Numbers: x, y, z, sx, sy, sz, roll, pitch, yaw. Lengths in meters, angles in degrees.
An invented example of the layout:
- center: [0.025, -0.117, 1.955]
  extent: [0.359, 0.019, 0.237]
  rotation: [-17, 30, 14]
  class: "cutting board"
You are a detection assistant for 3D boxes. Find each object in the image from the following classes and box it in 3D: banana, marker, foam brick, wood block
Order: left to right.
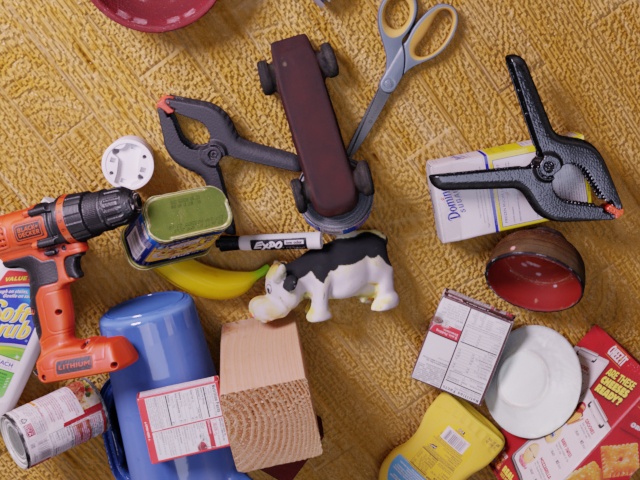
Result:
- center: [-0.156, 0.017, 1.203]
  extent: [0.197, 0.037, 0.069]
  rotation: [29, 71, -14]
  class: "banana"
- center: [-0.057, 0.158, 1.158]
  extent: [0.091, 0.206, 0.090]
  rotation: [-12, 106, -2]
  class: "wood block"
- center: [-0.058, 0.001, 1.182]
  extent: [0.121, 0.020, 0.020]
  rotation: [-2, 106, 12]
  class: "marker"
- center: [-0.039, 0.238, 1.261]
  extent: [0.051, 0.053, 0.078]
  rotation: [33, 99, -12]
  class: "foam brick"

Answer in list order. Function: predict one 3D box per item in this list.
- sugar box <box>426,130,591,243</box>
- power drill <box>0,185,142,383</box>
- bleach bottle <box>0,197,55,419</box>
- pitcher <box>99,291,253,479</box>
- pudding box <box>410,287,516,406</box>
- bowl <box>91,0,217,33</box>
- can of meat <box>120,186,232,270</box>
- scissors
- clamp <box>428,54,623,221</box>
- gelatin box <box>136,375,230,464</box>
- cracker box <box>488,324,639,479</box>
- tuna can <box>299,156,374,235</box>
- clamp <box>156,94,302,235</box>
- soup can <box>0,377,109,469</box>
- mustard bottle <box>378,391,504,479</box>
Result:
- center: [0.213, -0.061, 1.206]
  extent: [0.176, 0.048, 0.093]
  rotation: [-10, 104, 1]
  class: "sugar box"
- center: [-0.249, 0.045, 1.105]
  extent: [0.185, 0.057, 0.187]
  rotation: [-13, 93, 21]
  class: "power drill"
- center: [-0.345, 0.068, 1.186]
  extent: [0.102, 0.068, 0.251]
  rotation: [22, 100, -10]
  class: "bleach bottle"
- center: [-0.178, 0.186, 1.206]
  extent: [0.149, 0.145, 0.243]
  rotation: [-15, 102, -13]
  class: "pitcher"
- center: [0.166, 0.124, 1.242]
  extent: [0.090, 0.039, 0.113]
  rotation: [22, 105, 10]
  class: "pudding box"
- center: [-0.172, -0.298, 1.104]
  extent: [0.162, 0.055, 0.162]
  rotation: [-1, 105, -4]
  class: "bowl"
- center: [-0.153, -0.015, 1.140]
  extent: [0.101, 0.084, 0.057]
  rotation: [-14, 77, -29]
  class: "can of meat"
- center: [0.066, -0.192, 1.173]
  extent: [0.096, 0.016, 0.202]
  rotation: [42, 98, -12]
  class: "scissors"
- center: [0.243, -0.092, 1.157]
  extent: [0.210, 0.036, 0.164]
  rotation: [25, 98, -8]
  class: "clamp"
- center: [-0.143, 0.188, 1.127]
  extent: [0.089, 0.030, 0.073]
  rotation: [-12, 98, -6]
  class: "gelatin box"
- center: [0.299, 0.223, 1.227]
  extent: [0.072, 0.164, 0.214]
  rotation: [37, 99, -18]
  class: "cracker box"
- center: [0.017, -0.050, 1.181]
  extent: [0.086, 0.034, 0.086]
  rotation: [-1, 80, 3]
  class: "tuna can"
- center: [-0.105, -0.101, 1.171]
  extent: [0.120, 0.039, 0.171]
  rotation: [-36, 109, 5]
  class: "clamp"
- center: [-0.297, 0.205, 1.195]
  extent: [0.102, 0.069, 0.068]
  rotation: [-23, 109, -33]
  class: "soup can"
- center: [0.126, 0.279, 1.279]
  extent: [0.096, 0.058, 0.192]
  rotation: [40, 100, 10]
  class: "mustard bottle"
